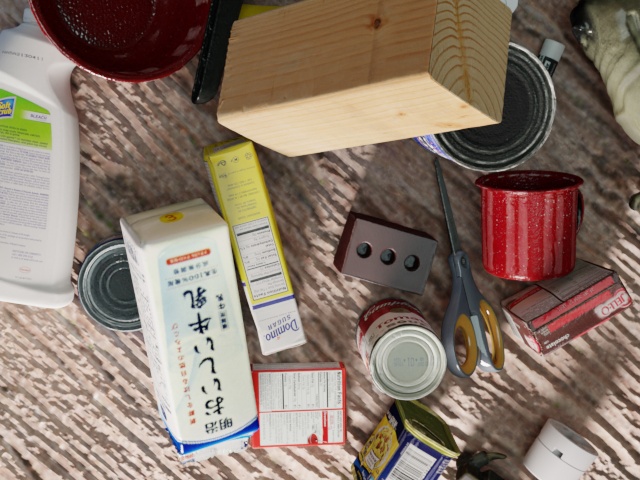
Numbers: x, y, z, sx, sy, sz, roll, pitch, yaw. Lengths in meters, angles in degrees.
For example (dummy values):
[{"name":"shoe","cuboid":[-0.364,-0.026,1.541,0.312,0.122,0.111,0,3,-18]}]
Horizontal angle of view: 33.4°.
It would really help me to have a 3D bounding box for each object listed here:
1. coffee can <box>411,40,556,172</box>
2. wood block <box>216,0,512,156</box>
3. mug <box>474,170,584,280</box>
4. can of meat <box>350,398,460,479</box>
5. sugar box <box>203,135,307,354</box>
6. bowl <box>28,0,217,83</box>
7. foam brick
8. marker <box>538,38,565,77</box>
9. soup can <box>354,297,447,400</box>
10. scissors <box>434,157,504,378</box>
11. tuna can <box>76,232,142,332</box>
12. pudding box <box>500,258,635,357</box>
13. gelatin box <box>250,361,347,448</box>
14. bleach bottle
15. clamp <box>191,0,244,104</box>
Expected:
[{"name":"coffee can","cuboid":[0.126,-0.114,0.887,0.102,0.140,0.103,-1,100,-5]},{"name":"wood block","cuboid":[0.028,-0.129,0.802,0.090,0.207,0.091,22,70,-44]},{"name":"mug","cuboid":[0.191,-0.016,0.943,0.117,0.093,0.081,-14,109,-39]},{"name":"can of meat","cuboid":[0.073,0.195,0.955,0.057,0.102,0.084,32,97,-9]},{"name":"sugar box","cuboid":[-0.056,0.001,0.917,0.048,0.093,0.176,-18,101,-3]},{"name":"bowl","cuboid":[-0.168,-0.206,0.876,0.161,0.055,0.162,1,88,-29]},{"name":"foam brick","cuboid":[0.057,0.010,0.948,0.078,0.051,0.053,15,97,-7]},{"name":"marker","cuboid":[0.186,-0.120,0.952,0.020,0.020,0.121,21,97,-8]},{"name":"soup can","cuboid":[0.069,0.094,0.937,0.068,0.102,0.068,-1,99,-4]},{"name":"scissors","cuboid":[0.117,0.034,0.948,0.016,0.096,0.202,-12,106,39]},{"name":"tuna can","cuboid":[-0.171,0.037,0.944,0.086,0.034,0.086,-1,99,-4]},{"name":"pudding box","cuboid":[0.213,0.057,0.936,0.090,0.113,0.039,-29,97,1]},{"name":"gelatin box","cuboid":[-0.020,0.149,0.976,0.089,0.030,0.073,-2,98,-4]},{"name":"bleach bottle","cuboid":[-0.244,-0.075,0.906,0.102,0.068,0.251,10,96,-5]},{"name":"clamp","cuboid":[-0.074,-0.223,0.873,0.209,0.036,0.164,-36,106,-21]}]
